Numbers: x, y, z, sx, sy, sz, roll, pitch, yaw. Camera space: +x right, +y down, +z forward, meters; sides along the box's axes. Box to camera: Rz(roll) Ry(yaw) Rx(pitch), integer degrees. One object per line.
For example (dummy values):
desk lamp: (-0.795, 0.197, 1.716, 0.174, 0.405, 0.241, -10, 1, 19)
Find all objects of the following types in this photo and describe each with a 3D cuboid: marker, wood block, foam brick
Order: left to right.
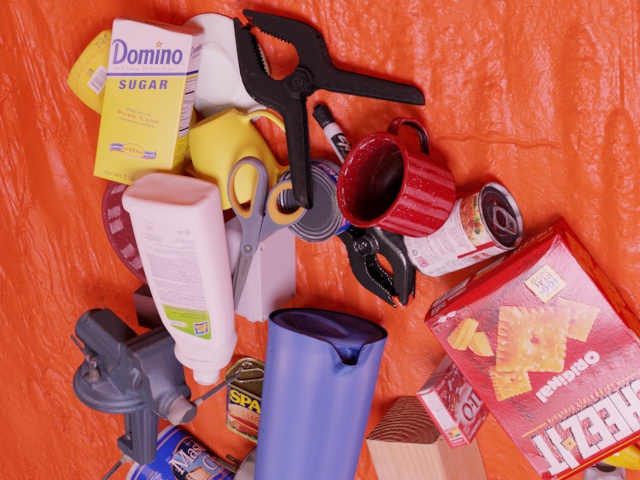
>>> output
foam brick: (-0.189, 0.083, 1.348, 0.078, 0.052, 0.051, 12, 123, 29)
marker: (0.025, -0.091, 1.097, 0.020, 0.020, 0.121, -48, 65, 42)
wood block: (0.136, 0.291, 1.225, 0.090, 0.090, 0.206, -3, 114, 35)

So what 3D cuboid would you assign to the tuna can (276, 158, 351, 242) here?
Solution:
tuna can: (-0.003, -0.043, 1.123, 0.086, 0.033, 0.086, 15, 116, 33)

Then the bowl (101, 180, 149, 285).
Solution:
bowl: (-0.184, -0.020, 1.282, 0.162, 0.055, 0.162, 17, 124, 26)

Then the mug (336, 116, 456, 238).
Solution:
mug: (0.078, -0.061, 1.029, 0.093, 0.081, 0.117, 1, 78, 48)

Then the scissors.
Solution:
scissors: (-0.057, 0.001, 1.137, 0.096, 0.016, 0.202, 7, 124, 11)

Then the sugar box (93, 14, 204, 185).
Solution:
sugar box: (-0.186, -0.147, 1.152, 0.093, 0.048, 0.176, 14, 110, 11)

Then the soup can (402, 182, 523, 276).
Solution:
soup can: (0.140, -0.009, 1.060, 0.102, 0.068, 0.068, -24, 101, 41)

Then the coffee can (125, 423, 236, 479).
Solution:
coffee can: (-0.179, 0.332, 1.454, 0.140, 0.102, 0.103, 37, 131, 10)

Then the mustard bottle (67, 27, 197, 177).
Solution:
mustard bottle: (-0.196, -0.145, 1.214, 0.191, 0.058, 0.096, 47, 122, 2)

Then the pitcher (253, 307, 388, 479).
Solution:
pitcher: (-0.011, 0.200, 1.201, 0.145, 0.149, 0.243, 14, 102, 24)

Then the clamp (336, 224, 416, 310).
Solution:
clamp: (0.044, -0.003, 1.150, 0.120, 0.039, 0.171, -12, 102, 45)

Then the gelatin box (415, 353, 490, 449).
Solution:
gelatin box: (0.149, 0.167, 1.144, 0.030, 0.089, 0.073, -26, 100, 40)

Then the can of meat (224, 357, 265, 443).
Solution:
can of meat: (-0.071, 0.208, 1.340, 0.102, 0.057, 0.084, 22, 129, 22)

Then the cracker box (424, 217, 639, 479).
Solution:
cracker box: (0.229, 0.112, 1.041, 0.164, 0.072, 0.213, -35, 93, 24)

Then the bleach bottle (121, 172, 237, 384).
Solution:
bleach bottle: (-0.146, 0.052, 1.168, 0.103, 0.068, 0.251, 10, 126, 21)

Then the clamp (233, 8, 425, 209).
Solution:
clamp: (-0.007, -0.159, 1.071, 0.164, 0.036, 0.210, -35, 79, 8)
